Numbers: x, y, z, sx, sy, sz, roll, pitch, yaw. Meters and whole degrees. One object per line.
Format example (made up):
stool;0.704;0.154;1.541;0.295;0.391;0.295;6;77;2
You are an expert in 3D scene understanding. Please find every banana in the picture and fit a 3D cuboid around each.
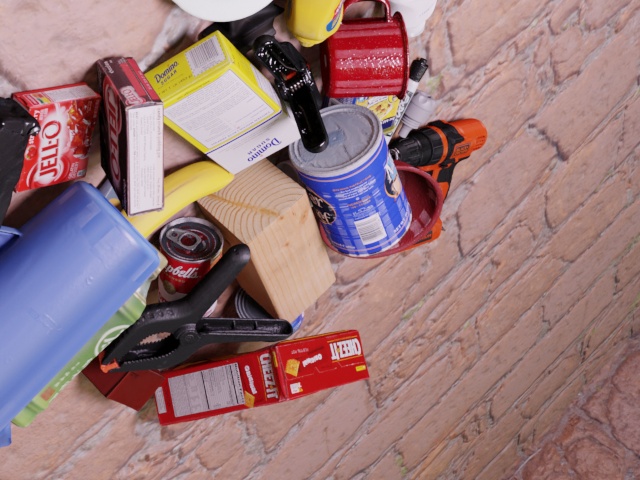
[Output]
banana;-0.154;-0.038;1.077;0.197;0.037;0.070;-40;171;-34

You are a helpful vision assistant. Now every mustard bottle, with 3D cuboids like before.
mustard bottle;0.001;-0.246;1.010;0.192;0.058;0.096;111;-7;-63

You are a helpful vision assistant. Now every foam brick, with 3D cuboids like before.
foam brick;-0.224;0.152;1.217;0.053;0.051;0.078;-49;153;-4

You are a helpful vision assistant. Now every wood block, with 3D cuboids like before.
wood block;-0.058;0.002;1.229;0.090;0.091;0.206;-42;152;-13

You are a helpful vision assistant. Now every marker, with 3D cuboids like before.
marker;0.100;-0.171;1.322;0.020;0.020;0.121;-6;130;-53

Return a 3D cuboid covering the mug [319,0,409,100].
mug;0.044;-0.201;1.112;0.081;0.093;0.117;-4;126;-7

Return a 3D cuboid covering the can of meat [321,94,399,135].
can of meat;0.049;-0.163;1.218;0.101;0.057;0.084;-24;141;-39

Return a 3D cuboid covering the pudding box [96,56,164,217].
pudding box;-0.167;-0.092;0.937;0.039;0.090;0.113;-12;129;-20

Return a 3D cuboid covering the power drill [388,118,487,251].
power drill;0.137;-0.075;1.454;0.184;0.057;0.188;-17;139;-41

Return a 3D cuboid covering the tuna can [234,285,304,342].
tuna can;-0.063;0.083;1.329;0.086;0.086;0.034;-37;152;-22

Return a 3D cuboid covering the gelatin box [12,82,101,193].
gelatin box;-0.234;-0.089;0.926;0.073;0.030;0.089;-18;139;-44

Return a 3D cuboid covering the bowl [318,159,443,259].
bowl;0.071;-0.050;1.350;0.162;0.055;0.162;-9;138;-8

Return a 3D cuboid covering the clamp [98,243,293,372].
clamp;-0.142;0.083;1.141;0.210;0.036;0.164;-18;138;-3

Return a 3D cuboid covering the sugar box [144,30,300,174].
sugar box;-0.092;-0.129;1.040;0.093;0.048;0.176;-27;158;12

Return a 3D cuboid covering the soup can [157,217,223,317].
soup can;-0.144;0.034;1.169;0.068;0.069;0.102;-29;146;-34

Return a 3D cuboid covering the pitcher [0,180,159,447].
pitcher;-0.270;0.056;0.947;0.242;0.145;0.149;-44;161;-8

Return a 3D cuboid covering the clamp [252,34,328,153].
clamp;-0.021;-0.146;1.052;0.039;0.120;0.171;-20;-173;11

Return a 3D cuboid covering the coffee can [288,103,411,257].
coffee can;0.035;-0.064;1.169;0.102;0.103;0.140;-41;138;-15

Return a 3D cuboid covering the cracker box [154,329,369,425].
cracker box;-0.075;0.166;1.309;0.214;0.072;0.163;-18;173;37
